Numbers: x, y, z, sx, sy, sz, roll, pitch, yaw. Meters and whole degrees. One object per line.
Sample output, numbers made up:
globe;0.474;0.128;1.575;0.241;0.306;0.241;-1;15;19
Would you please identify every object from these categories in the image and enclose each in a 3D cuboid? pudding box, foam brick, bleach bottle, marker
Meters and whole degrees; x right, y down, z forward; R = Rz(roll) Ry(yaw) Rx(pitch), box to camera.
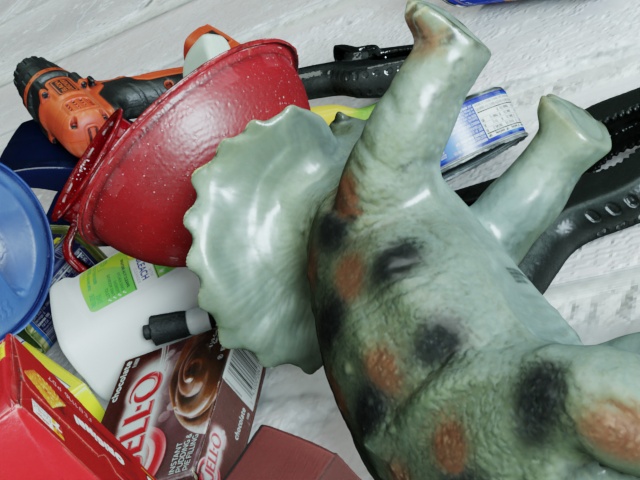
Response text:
pudding box;-0.083;0.105;0.597;0.090;0.039;0.113;-21;31;27
foam brick;-0.017;0.123;0.423;0.051;0.053;0.078;4;50;50
bleach bottle;-0.055;0.001;0.702;0.251;0.068;0.103;-34;28;-1
marker;-0.048;0.042;0.638;0.121;0.020;0.020;-13;32;4

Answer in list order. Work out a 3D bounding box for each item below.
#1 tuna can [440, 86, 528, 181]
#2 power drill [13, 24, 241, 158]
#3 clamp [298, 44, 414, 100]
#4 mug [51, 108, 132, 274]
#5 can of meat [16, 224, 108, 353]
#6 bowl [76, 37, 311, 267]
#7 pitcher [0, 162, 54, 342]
tuna can;0.077;-0.057;0.631;0.086;0.034;0.086;-26;-4;-2
power drill;-0.168;-0.140;0.950;0.187;0.057;0.185;-21;36;-22
clamp;0.023;-0.124;0.803;0.120;0.039;0.172;-31;22;-29
mug;-0.138;-0.024;0.759;0.093;0.081;0.117;-20;42;61
can of meat;-0.221;0.037;0.830;0.102;0.057;0.083;3;49;49
bowl;-0.056;-0.036;0.601;0.162;0.055;0.162;-41;-12;-11
pitcher;-0.316;0.009;0.779;0.243;0.145;0.149;-9;41;42
